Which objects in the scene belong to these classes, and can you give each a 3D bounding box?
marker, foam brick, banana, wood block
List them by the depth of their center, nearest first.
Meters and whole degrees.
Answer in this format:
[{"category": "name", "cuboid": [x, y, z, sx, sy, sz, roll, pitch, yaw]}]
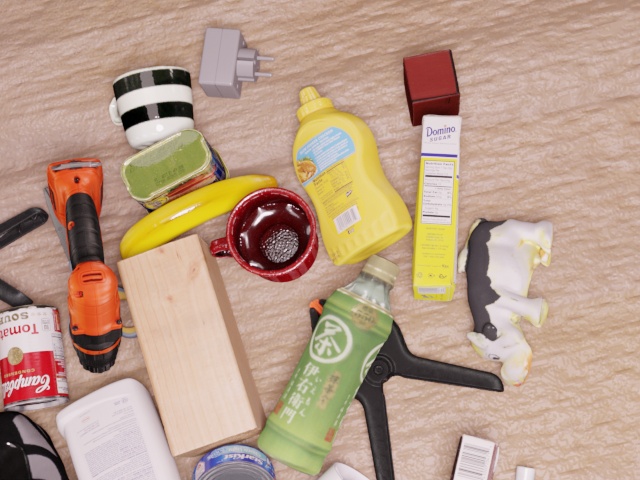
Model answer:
[{"category": "marker", "cuboid": [0.196, 0.286, 1.060, 0.020, 0.020, 0.121, 8, 80, 8]}, {"category": "wood block", "cuboid": [-0.130, 0.111, 1.100, 0.090, 0.091, 0.206, -20, 77, 3]}, {"category": "foam brick", "cuboid": [0.118, -0.161, 1.131, 0.053, 0.078, 0.051, -11, 77, 2]}, {"category": "banana", "cuboid": [-0.139, -0.026, 1.139, 0.198, 0.069, 0.037, -29, 79, 1]}]

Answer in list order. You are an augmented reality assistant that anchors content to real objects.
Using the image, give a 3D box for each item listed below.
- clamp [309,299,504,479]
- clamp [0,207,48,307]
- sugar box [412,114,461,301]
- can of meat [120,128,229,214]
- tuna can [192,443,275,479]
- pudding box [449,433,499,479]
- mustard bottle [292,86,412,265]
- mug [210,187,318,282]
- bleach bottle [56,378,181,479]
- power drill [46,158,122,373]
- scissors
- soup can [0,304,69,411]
[{"category": "clamp", "cuboid": [0.058, 0.146, 1.095, 0.210, 0.036, 0.164, 38, 82, 15]}, {"category": "clamp", "cuboid": [-0.381, 0.030, 1.167, 0.171, 0.039, 0.120, -12, 54, 7]}, {"category": "sugar box", "cuboid": [0.119, -0.031, 1.096, 0.048, 0.093, 0.176, 1, 78, 5]}, {"category": "can of meat", "cuboid": [-0.156, -0.071, 1.143, 0.102, 0.084, 0.057, -28, 76, 0]}, {"category": "tuna can", "cuboid": [-0.086, 0.247, 1.073, 0.086, 0.034, 0.086, -3, 117, -6]}, {"category": "pudding box", "cuboid": [0.142, 0.247, 1.038, 0.039, 0.090, 0.113, 15, 80, 8]}, {"category": "mustard bottle", "cuboid": [0.020, -0.077, 1.127, 0.096, 0.058, 0.192, -33, 72, 36]}, {"category": "mug", "cuboid": [-0.057, 0.001, 1.117, 0.117, 0.081, 0.093, -13, 77, 4]}, {"category": "bleach bottle", "cuboid": [-0.182, 0.255, 1.033, 0.102, 0.068, 0.251, -28, 48, 0]}, {"category": "power drill", "cuboid": [-0.238, 0.025, 1.091, 0.057, 0.185, 0.188, -8, 60, -16]}, {"category": "scissors", "cuboid": [-0.244, 0.031, 1.165, 0.096, 0.016, 0.202, -10, 80, 2]}, {"category": "soup can", "cuboid": [-0.306, 0.125, 1.131, 0.068, 0.068, 0.102, -11, 77, 5]}]
